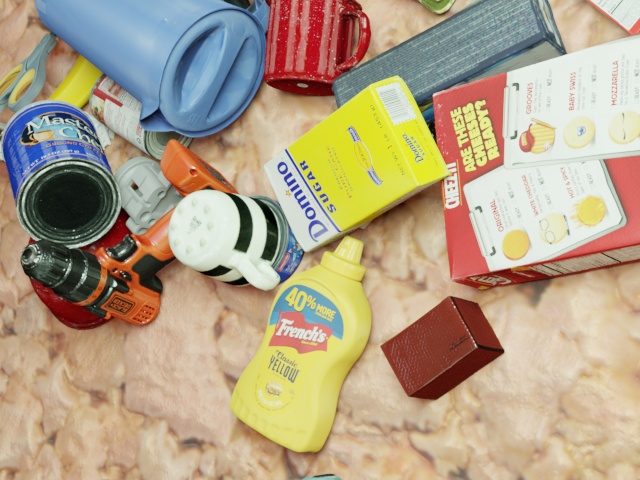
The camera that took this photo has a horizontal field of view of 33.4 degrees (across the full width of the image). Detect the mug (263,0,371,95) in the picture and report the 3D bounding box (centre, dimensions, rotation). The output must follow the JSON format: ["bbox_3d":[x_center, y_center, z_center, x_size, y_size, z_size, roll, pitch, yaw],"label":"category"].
[{"bbox_3d":[-0.001,-0.184,0.998,0.117,0.093,0.081,3,86,39],"label":"mug"}]

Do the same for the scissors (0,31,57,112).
[{"bbox_3d":[-0.310,-0.216,1.219,0.201,0.016,0.096,-50,39,-7],"label":"scissors"}]

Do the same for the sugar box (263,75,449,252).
[{"bbox_3d":[0.025,-0.061,0.920,0.177,0.048,0.093,-31,82,50],"label":"sugar box"}]

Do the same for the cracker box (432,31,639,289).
[{"bbox_3d":[0.203,-0.060,0.840,0.214,0.072,0.164,-14,71,33],"label":"cracker box"}]

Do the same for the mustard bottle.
[{"bbox_3d":[-0.007,0.086,0.961,0.096,0.058,0.191,26,94,35],"label":"mustard bottle"}]

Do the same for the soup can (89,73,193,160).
[{"bbox_3d":[-0.188,-0.135,1.131,0.102,0.068,0.068,33,99,35],"label":"soup can"}]

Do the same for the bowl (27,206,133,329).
[{"bbox_3d":[-0.269,0.014,1.161,0.162,0.055,0.162,-8,75,33],"label":"bowl"}]

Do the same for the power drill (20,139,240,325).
[{"bbox_3d":[-0.177,-0.007,1.036,0.188,0.184,0.057,-45,58,7],"label":"power drill"}]

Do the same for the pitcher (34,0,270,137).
[{"bbox_3d":[-0.171,-0.220,1.071,0.243,0.148,0.145,35,122,32],"label":"pitcher"}]

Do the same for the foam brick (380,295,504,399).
[{"bbox_3d":[0.101,0.091,0.888,0.078,0.051,0.053,-38,62,22],"label":"foam brick"}]

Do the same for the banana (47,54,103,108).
[{"bbox_3d":[-0.263,-0.215,1.202,0.037,0.069,0.198,39,113,57],"label":"banana"}]

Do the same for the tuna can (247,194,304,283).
[{"bbox_3d":[-0.057,0.001,1.029,0.086,0.033,0.086,-9,75,33],"label":"tuna can"}]

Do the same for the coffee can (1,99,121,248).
[{"bbox_3d":[-0.269,-0.070,1.099,0.103,0.102,0.140,-52,35,14],"label":"coffee can"}]
